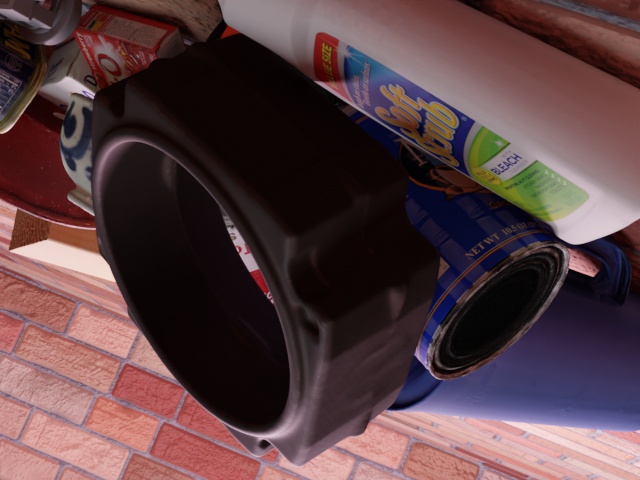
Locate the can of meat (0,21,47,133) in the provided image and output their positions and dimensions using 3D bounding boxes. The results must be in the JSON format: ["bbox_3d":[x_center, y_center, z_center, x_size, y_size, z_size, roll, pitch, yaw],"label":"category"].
[{"bbox_3d":[-0.232,-0.128,0.695,0.083,0.057,0.102,30,-160,-33],"label":"can of meat"}]

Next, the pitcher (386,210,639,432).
[{"bbox_3d":[0.153,0.064,0.761,0.242,0.145,0.149,14,168,-32],"label":"pitcher"}]

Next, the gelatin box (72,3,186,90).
[{"bbox_3d":[-0.119,-0.110,0.718,0.073,0.030,0.089,21,149,27],"label":"gelatin box"}]

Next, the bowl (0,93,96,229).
[{"bbox_3d":[-0.219,-0.076,0.854,0.162,0.055,0.162,29,-163,-10],"label":"bowl"}]

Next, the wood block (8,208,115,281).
[{"bbox_3d":[-0.196,-0.008,1.085,0.205,0.090,0.091,19,160,-35],"label":"wood block"}]

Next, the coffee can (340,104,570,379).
[{"bbox_3d":[0.059,-0.004,0.622,0.140,0.103,0.102,48,-179,30],"label":"coffee can"}]

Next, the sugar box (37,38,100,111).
[{"bbox_3d":[-0.128,-0.092,0.832,0.176,0.048,0.093,28,166,-26],"label":"sugar box"}]

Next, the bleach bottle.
[{"bbox_3d":[0.046,-0.085,0.528,0.250,0.068,0.103,27,167,-6],"label":"bleach bottle"}]
